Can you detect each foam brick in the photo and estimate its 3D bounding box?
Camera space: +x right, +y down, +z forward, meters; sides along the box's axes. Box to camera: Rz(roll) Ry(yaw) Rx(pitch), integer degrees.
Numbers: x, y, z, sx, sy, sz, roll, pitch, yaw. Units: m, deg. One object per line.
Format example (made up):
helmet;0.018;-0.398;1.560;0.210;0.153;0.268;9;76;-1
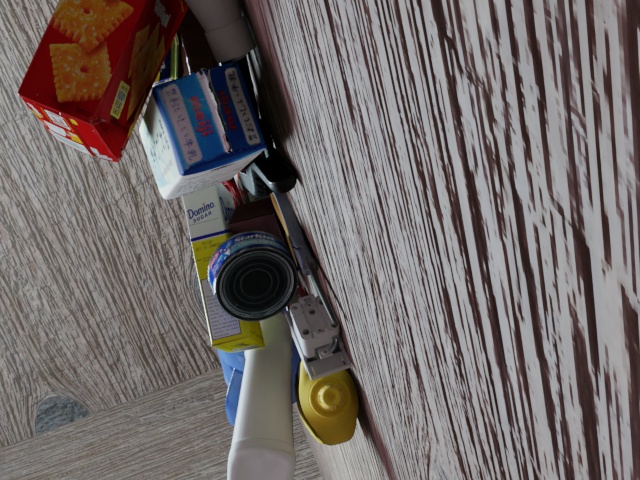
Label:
foam brick;-0.057;0.001;1.125;0.051;0.053;0.078;-77;-28;-66

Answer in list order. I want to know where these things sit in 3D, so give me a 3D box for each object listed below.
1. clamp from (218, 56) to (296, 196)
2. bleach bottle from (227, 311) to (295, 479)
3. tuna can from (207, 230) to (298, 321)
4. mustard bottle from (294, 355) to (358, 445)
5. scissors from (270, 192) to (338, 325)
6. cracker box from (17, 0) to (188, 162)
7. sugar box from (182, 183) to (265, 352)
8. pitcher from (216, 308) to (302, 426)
clamp;-0.061;-0.088;0.993;0.210;0.036;0.164;97;154;-69
bleach bottle;-0.059;0.158;1.163;0.251;0.068;0.103;-89;6;-48
tuna can;-0.065;0.036;1.042;0.034;0.086;0.086;-120;11;-60
mustard bottle;0.006;0.164;1.108;0.192;0.058;0.096;108;148;-80
scissors;-0.011;0.029;1.022;0.096;0.016;0.202;75;174;-51
cracker box;-0.162;-0.183;0.885;0.164;0.072;0.213;118;175;-82
sugar box;-0.103;0.028;1.132;0.093;0.048;0.176;54;-155;-77
pitcher;-0.082;0.144;1.413;0.243;0.145;0.149;81;166;-67
